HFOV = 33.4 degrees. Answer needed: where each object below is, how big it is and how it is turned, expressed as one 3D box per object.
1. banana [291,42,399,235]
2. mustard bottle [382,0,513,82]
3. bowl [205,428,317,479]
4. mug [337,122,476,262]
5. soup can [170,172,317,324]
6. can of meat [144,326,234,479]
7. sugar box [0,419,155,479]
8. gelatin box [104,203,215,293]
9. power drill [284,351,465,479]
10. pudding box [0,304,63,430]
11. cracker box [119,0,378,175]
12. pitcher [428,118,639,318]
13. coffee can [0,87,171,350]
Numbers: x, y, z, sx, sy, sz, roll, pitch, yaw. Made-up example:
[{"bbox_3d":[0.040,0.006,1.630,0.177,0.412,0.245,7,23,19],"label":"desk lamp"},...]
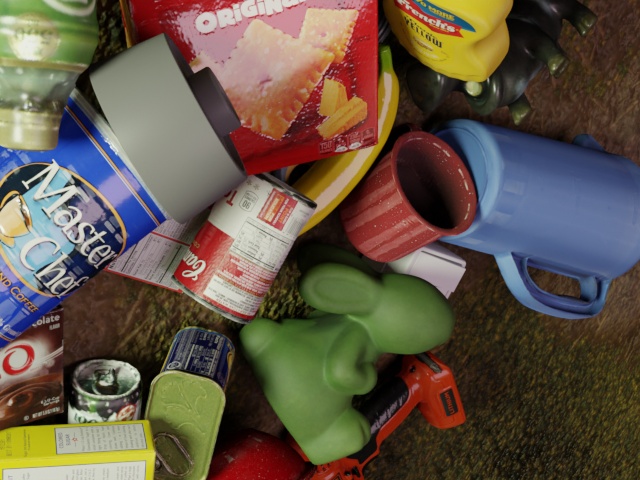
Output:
[{"bbox_3d":[0.006,-0.062,0.843,0.069,0.037,0.198,33,93,-41],"label":"banana"},{"bbox_3d":[0.082,-0.169,0.711,0.058,0.096,0.191,-51,169,-2],"label":"mustard bottle"},{"bbox_3d":[-0.086,0.204,0.903,0.161,0.162,0.055,-26,91,-29],"label":"bowl"},{"bbox_3d":[0.067,-0.043,0.889,0.093,0.117,0.082,15,149,-35],"label":"mug"},{"bbox_3d":[-0.055,0.001,0.782,0.068,0.069,0.102,26,96,-48],"label":"soup can"},{"bbox_3d":[-0.104,0.130,0.846,0.057,0.084,0.102,14,112,-2],"label":"can of meat"},{"bbox_3d":[-0.212,0.181,0.773,0.176,0.048,0.093,2,117,-15],"label":"sugar box"},{"bbox_3d":[-0.121,-0.006,0.789,0.089,0.030,0.073,23,99,-51],"label":"gelatin box"},{"bbox_3d":[0.060,0.208,1.078,0.187,0.057,0.184,-38,136,-18],"label":"power drill"},{"bbox_3d":[-0.236,0.089,0.739,0.113,0.039,0.090,-15,125,-36],"label":"pudding box"},{"bbox_3d":[-0.046,-0.148,0.703,0.164,0.072,0.214,-13,127,-14],"label":"cracker box"},{"bbox_3d":[0.195,-0.027,0.992,0.242,0.149,0.145,10,121,-42],"label":"pitcher"},{"bbox_3d":[-0.177,-0.014,0.666,0.140,0.103,0.102,-39,137,-7],"label":"coffee can"}]
